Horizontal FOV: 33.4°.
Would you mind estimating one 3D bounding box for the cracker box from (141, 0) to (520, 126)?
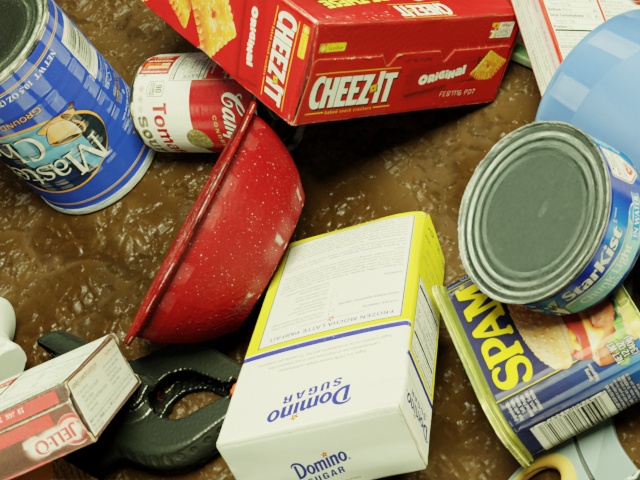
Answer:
[{"bbox_3d":[-0.007,-0.153,0.670,0.163,0.072,0.214,-12,40,-36],"label":"cracker box"}]

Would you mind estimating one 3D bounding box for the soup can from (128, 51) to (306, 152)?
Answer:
[{"bbox_3d":[-0.068,-0.092,0.715,0.102,0.068,0.068,4,62,29],"label":"soup can"}]

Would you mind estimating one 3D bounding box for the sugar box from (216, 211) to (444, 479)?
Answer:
[{"bbox_3d":[0.013,0.054,0.554,0.093,0.048,0.176,-15,30,19],"label":"sugar box"}]

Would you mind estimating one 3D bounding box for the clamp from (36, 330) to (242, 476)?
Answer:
[{"bbox_3d":[-0.113,0.108,0.631,0.172,0.039,0.120,-2,61,25],"label":"clamp"}]

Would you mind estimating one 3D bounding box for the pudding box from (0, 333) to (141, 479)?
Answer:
[{"bbox_3d":[-0.152,0.093,0.568,0.090,0.039,0.113,-24,8,5],"label":"pudding box"}]

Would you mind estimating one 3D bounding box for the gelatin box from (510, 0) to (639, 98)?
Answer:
[{"bbox_3d":[0.153,-0.123,0.617,0.073,0.030,0.089,-2,62,-20],"label":"gelatin box"}]

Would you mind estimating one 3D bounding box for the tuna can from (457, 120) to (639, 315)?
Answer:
[{"bbox_3d":[0.105,-0.009,0.489,0.086,0.033,0.086,-24,58,45],"label":"tuna can"}]

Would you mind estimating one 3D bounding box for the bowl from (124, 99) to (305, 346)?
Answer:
[{"bbox_3d":[-0.054,0.001,0.626,0.055,0.162,0.162,28,70,-8],"label":"bowl"}]

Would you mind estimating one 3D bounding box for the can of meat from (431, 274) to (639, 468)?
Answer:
[{"bbox_3d":[0.114,0.047,0.527,0.084,0.057,0.102,-30,43,11],"label":"can of meat"}]

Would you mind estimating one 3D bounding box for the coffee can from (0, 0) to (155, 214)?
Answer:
[{"bbox_3d":[-0.190,-0.096,0.732,0.103,0.140,0.103,-13,56,19],"label":"coffee can"}]
